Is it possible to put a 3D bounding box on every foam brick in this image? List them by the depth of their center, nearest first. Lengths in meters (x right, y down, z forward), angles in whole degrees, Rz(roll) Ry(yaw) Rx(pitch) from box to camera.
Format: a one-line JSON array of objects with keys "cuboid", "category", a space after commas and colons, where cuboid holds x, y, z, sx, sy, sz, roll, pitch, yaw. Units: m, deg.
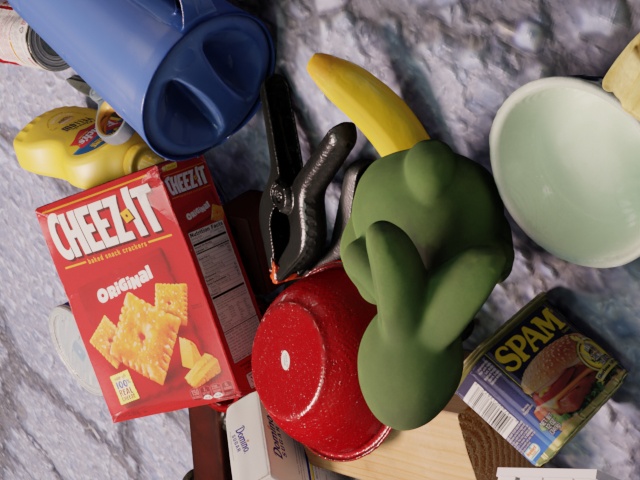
[{"cuboid": [-0.056, 0.001, 0.963, 0.053, 0.051, 0.078, 11, 123, 46], "category": "foam brick"}]

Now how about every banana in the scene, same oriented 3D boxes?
[{"cuboid": [0.054, -0.053, 0.783, 0.037, 0.069, 0.198, -111, 0, -74], "category": "banana"}]

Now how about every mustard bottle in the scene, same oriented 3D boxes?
[{"cuboid": [-0.214, -0.087, 1.050, 0.192, 0.096, 0.058, 18, 128, 42], "category": "mustard bottle"}]

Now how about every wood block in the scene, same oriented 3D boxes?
[{"cuboid": [0.075, 0.145, 0.877, 0.207, 0.090, 0.090, 1, 116, 49], "category": "wood block"}]

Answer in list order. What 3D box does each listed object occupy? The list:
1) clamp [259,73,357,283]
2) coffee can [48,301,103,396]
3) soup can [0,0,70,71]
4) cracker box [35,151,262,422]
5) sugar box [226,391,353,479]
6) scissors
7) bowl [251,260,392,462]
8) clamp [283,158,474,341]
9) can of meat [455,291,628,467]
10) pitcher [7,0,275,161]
[{"cuboid": [-0.024, -0.049, 0.874, 0.120, 0.039, 0.172, 54, 138, 44], "category": "clamp"}, {"cuboid": [-0.195, 0.083, 1.113, 0.103, 0.140, 0.103, 30, 135, 34], "category": "coffee can"}, {"cuboid": [-0.294, -0.209, 1.083, 0.102, 0.068, 0.068, 16, 127, 43], "category": "soup can"}, {"cuboid": [-0.148, 0.046, 0.956, 0.164, 0.072, 0.214, -16, 97, 35], "category": "cracker box"}, {"cuboid": [-0.016, 0.217, 0.969, 0.048, 0.093, 0.176, -33, 130, 19], "category": "sugar box"}, {"cuboid": [-0.200, -0.155, 1.041, 0.016, 0.096, 0.202, 39, -171, -36], "category": "scissors"}, {"cuboid": [-0.006, 0.095, 0.842, 0.162, 0.055, 0.162, -7, 82, 50], "category": "bowl"}, {"cuboid": [0.032, 0.045, 0.902, 0.164, 0.036, 0.210, 55, 141, 8], "category": "clamp"}, {"cuboid": [0.153, 0.097, 0.742, 0.084, 0.101, 0.057, 43, 141, 18], "category": "can of meat"}, {"cuboid": [-0.162, -0.190, 0.891, 0.243, 0.144, 0.149, 40, 106, 29], "category": "pitcher"}]
